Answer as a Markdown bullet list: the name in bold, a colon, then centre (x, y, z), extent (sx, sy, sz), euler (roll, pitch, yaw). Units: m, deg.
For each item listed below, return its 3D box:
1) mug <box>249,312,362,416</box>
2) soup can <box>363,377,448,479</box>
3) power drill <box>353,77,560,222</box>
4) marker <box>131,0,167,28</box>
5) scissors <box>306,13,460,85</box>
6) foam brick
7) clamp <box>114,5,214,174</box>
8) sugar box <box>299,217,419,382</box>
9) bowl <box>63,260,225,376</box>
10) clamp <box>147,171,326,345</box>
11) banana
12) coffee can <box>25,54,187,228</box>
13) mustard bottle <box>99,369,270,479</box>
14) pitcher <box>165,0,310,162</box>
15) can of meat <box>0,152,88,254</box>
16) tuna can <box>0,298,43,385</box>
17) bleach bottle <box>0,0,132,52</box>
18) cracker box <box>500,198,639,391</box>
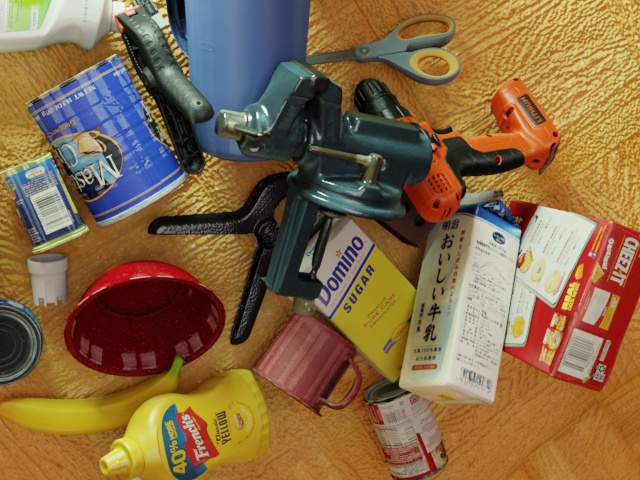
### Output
- **mug**: centre (-0.006, 0.134, 1.133), extent (0.081, 0.117, 0.093), euler (-56, 146, -8)
- **soup can**: centre (0.094, 0.208, 1.187), extent (0.068, 0.068, 0.102), euler (-23, 102, -11)
- **power drill**: centre (0.145, -0.116, 1.141), extent (0.187, 0.057, 0.184), euler (-18, 63, -21)
- **marker**: centre (-0.195, -0.266, 1.079), extent (0.020, 0.020, 0.121), euler (-33, 103, -9)
- **scissors**: centre (0.062, -0.186, 1.135), extent (0.201, 0.016, 0.096), euler (-23, 68, -14)
- **foam brick**: centre (0.084, -0.037, 1.162), extent (0.078, 0.051, 0.053), euler (36, 87, -16)
- **clamp**: centre (-0.150, -0.147, 1.031), extent (0.039, 0.120, 0.171), euler (-19, 63, -24)
- **sugar box**: centre (0.048, 0.063, 1.154), extent (0.093, 0.048, 0.176), euler (-48, 117, -7)
- **bowl**: centre (-0.180, 0.070, 1.083), extent (0.162, 0.055, 0.162), euler (-10, 139, -9)
- **clamp**: centre (-0.057, 0.001, 1.138), extent (0.209, 0.036, 0.164), euler (-31, 109, -13)
- **banana**: centre (-0.231, 0.169, 1.111), extent (0.197, 0.037, 0.069), euler (-15, 111, -6)
- **coffee can**: centre (-0.210, -0.098, 1.053), extent (0.102, 0.103, 0.140), euler (-31, 103, -9)
- **mustard bottle**: centre (-0.140, 0.200, 1.087), extent (0.191, 0.058, 0.096), euler (-14, 95, -43)
- **pitcher**: centre (-0.080, -0.209, 1.051), extent (0.145, 0.149, 0.243), euler (-2, 112, -10)
- **can of meat**: centre (-0.271, -0.039, 1.046), extent (0.057, 0.102, 0.084), euler (-24, 100, -10)
- **tuna can**: centre (-0.326, 0.103, 1.084), extent (0.086, 0.034, 0.086), euler (-2, 97, -14)
- **bleach bottle**: centre (-0.310, -0.221, 1.034), extent (0.250, 0.068, 0.102), euler (4, 97, -17)
- **cracker box**: centre (0.249, 0.052, 1.131), extent (0.072, 0.214, 0.164), euler (20, 92, -18)
